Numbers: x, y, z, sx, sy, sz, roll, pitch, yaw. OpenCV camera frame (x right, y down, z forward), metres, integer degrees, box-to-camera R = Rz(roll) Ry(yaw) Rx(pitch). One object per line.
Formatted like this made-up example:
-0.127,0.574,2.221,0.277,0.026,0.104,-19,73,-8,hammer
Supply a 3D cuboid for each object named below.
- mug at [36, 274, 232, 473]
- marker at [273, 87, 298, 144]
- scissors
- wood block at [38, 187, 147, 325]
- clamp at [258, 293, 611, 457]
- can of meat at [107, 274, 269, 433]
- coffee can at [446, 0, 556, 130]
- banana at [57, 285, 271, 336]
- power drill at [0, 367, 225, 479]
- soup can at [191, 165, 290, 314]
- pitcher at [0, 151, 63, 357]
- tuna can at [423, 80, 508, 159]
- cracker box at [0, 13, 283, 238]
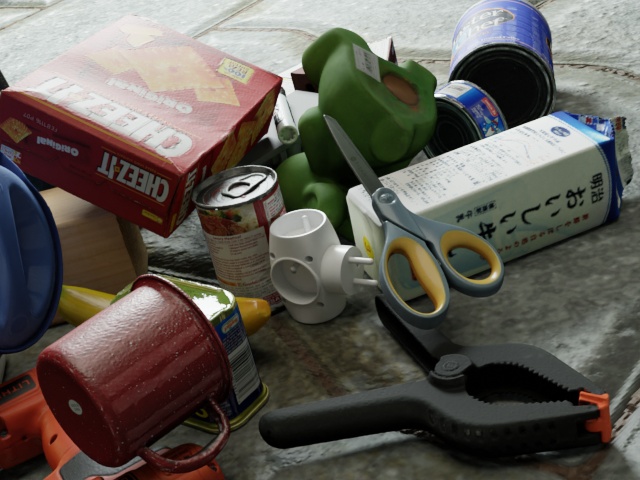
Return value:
-0.104,0.088,0.628,0.081,0.093,0.117,-35,74,-34,mug
-0.037,-0.122,1.013,0.020,0.020,0.121,-14,28,-1,marker
0.067,-0.023,0.767,0.096,0.016,0.202,-5,52,-11,scissors
-0.260,0.021,0.913,0.206,0.090,0.091,-15,28,-1,wood block
0.075,0.098,0.672,0.210,0.036,0.164,12,37,39,clamp
-0.093,0.076,0.740,0.102,0.084,0.057,10,35,37,can of meat
0.178,-0.170,1.052,0.103,0.103,0.140,-6,29,14,coffee can
-0.124,0.059,0.811,0.198,0.069,0.037,4,70,18,banana
-0.176,0.156,0.662,0.184,0.057,0.188,-24,32,-27,power drill
-0.056,0.001,0.842,0.068,0.102,0.068,-11,28,6,soup can
-0.317,0.034,0.750,0.243,0.145,0.149,-8,24,21,pitcher
0.126,-0.098,0.961,0.033,0.086,0.086,-33,33,-30,tuna can
-0.148,-0.108,0.908,0.164,0.072,0.213,24,34,8,cracker box
